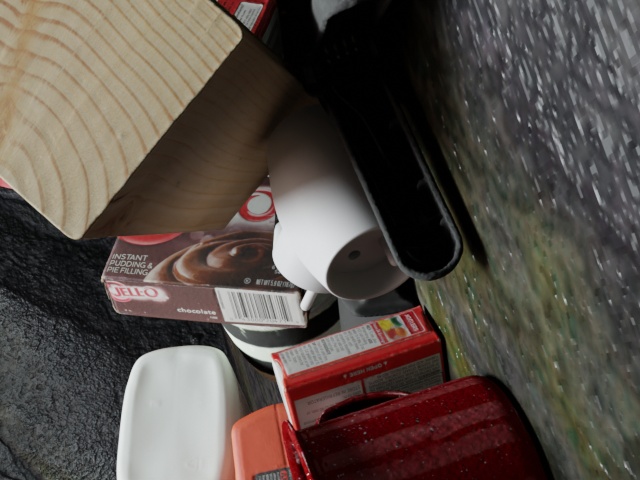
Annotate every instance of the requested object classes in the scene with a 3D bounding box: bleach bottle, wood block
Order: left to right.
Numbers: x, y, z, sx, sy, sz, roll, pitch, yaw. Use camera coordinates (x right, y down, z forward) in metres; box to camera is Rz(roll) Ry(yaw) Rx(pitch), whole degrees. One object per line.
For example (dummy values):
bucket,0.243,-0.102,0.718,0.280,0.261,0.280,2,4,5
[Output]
wood block,-0.070,-0.063,0.448,0.090,0.091,0.206,42,-173,5
bleach bottle,-0.062,0.165,0.704,0.251,0.068,0.102,73,-167,-57

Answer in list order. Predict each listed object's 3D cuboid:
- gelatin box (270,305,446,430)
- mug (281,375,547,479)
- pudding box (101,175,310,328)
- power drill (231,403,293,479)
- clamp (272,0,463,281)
gelatin box,0.022,0.081,0.494,0.030,0.073,0.089,-117,13,-55
mug,0.035,0.096,0.416,0.117,0.081,0.093,-125,20,-62
pudding box,-0.054,0.001,0.594,0.039,0.113,0.090,83,-164,-49
power drill,-0.006,0.161,0.628,0.187,0.057,0.184,74,-179,-61
clamp,0.007,-0.077,0.397,0.171,0.039,0.120,-116,11,-46
